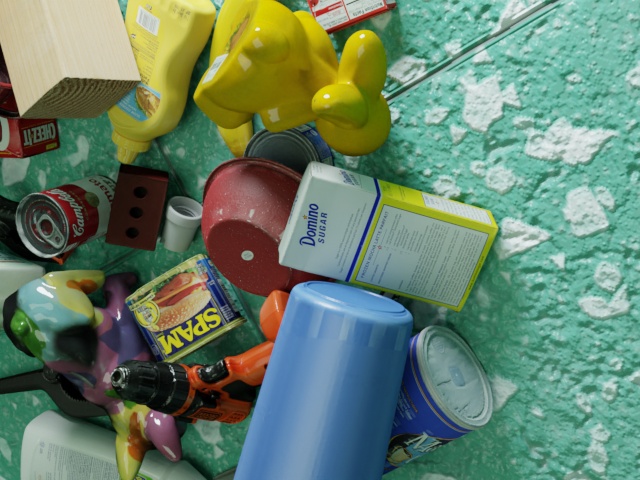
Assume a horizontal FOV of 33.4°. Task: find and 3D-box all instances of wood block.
[{"bbox_3d":[-0.260,-0.230,1.038,0.090,0.090,0.206,-28,76,42],"label":"wood block"}]

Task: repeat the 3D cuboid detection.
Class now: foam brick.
[{"bbox_3d":[-0.189,-0.034,1.101,0.053,0.051,0.078,10,105,-11],"label":"foam brick"}]

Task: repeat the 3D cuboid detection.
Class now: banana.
[{"bbox_3d":[-0.075,-0.176,1.025,0.070,0.037,0.198,27,115,19],"label":"banana"}]

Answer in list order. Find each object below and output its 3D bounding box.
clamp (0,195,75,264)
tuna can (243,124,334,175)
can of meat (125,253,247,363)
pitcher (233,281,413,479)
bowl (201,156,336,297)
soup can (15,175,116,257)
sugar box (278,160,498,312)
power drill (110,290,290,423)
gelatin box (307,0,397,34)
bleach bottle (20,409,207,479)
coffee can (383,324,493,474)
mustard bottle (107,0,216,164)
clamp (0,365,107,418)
[{"bbox_3d":[-0.355,-0.030,1.188,0.171,0.039,0.120,21,148,7],"label":"clamp"},{"bbox_3d":[-0.030,-0.072,1.034,0.086,0.033,0.086,8,108,25],"label":"tuna can"},{"bbox_3d":[-0.141,0.073,1.107,0.102,0.057,0.084,-30,86,6],"label":"can of meat"},{"bbox_3d":[-0.004,0.161,0.930,0.149,0.144,0.243,17,98,21],"label":"pitcher"},{"bbox_3d":[-0.057,0.001,1.026,0.162,0.055,0.162,18,133,20],"label":"bowl"},{"bbox_3d":[-0.261,-0.027,1.127,0.069,0.102,0.068,8,108,25],"label":"soup can"},{"bbox_3d":[0.059,-0.003,0.956,0.176,0.048,0.093,17,114,-8],"label":"sugar box"},{"bbox_3d":[-0.087,0.118,1.047,0.188,0.184,0.057,-32,60,26],"label":"power drill"},{"bbox_3d":[0.020,-0.238,0.961,0.073,0.030,0.089,-16,99,30],"label":"gelatin box"},{"bbox_3d":[-0.222,0.277,1.219,0.251,0.068,0.103,16,113,20],"label":"bleach bottle"},{"bbox_3d":[0.076,0.156,1.004,0.141,0.102,0.103,-34,87,31],"label":"coffee can"},{"bbox_3d":[-0.169,-0.163,1.064,0.096,0.058,0.192,38,119,29],"label":"mustard bottle"},{"bbox_3d":[-0.310,0.153,1.241,0.210,0.036,0.165,32,114,17],"label":"clamp"}]
